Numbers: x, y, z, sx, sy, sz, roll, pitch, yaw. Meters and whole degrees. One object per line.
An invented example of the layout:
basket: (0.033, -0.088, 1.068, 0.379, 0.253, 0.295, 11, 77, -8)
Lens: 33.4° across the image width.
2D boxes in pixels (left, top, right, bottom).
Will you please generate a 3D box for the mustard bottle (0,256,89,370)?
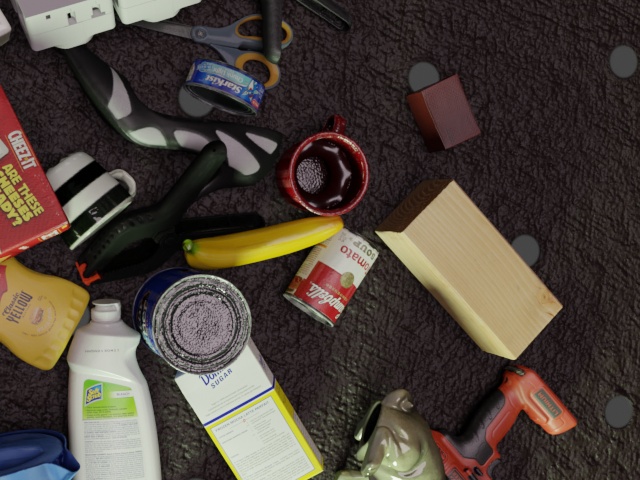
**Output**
mustard bottle: (-0.345, 0.053, 1.110, 0.191, 0.058, 0.096, 30, 82, -16)

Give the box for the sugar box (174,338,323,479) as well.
sugar box: (-0.079, 0.200, 1.195, 0.093, 0.048, 0.176, -28, 98, 4)

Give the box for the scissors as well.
scissors: (-0.126, -0.211, 1.195, 0.201, 0.016, 0.096, -7, 91, -18)

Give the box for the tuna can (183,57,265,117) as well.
tuna can: (-0.104, -0.167, 1.167, 0.086, 0.086, 0.034, 22, 83, -17)

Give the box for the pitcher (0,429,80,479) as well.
pitcher: (-0.311, 0.321, 1.069, 0.144, 0.149, 0.243, -14, 101, -31)

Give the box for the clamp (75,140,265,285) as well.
clamp: (-0.166, -0.020, 1.139, 0.210, 0.164, 0.036, -25, 56, -9)

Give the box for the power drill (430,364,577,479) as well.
power drill: (0.221, 0.259, 1.296, 0.187, 0.057, 0.184, -43, 103, -12)

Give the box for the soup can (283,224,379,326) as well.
soup can: (0.013, 0.038, 1.219, 0.068, 0.069, 0.102, 36, 80, -15)

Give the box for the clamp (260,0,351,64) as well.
clamp: (-0.051, -0.283, 1.198, 0.120, 0.039, 0.171, -40, 96, -33)

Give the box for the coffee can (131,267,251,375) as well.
coffee can: (-0.139, 0.083, 1.133, 0.102, 0.140, 0.103, 0, 92, -18)

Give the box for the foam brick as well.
foam brick: (0.145, -0.150, 1.265, 0.053, 0.051, 0.078, -25, 98, -15)

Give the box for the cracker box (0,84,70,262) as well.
cracker box: (-0.376, -0.040, 1.038, 0.213, 0.072, 0.164, -26, 91, -11)

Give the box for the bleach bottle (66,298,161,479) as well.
bleach bottle: (-0.216, 0.187, 1.135, 0.102, 0.068, 0.251, -2, 99, -16)

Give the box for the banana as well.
banana: (-0.070, 0.004, 1.168, 0.197, 0.070, 0.037, -12, 88, -30)

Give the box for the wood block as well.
wood block: (0.174, 0.032, 1.259, 0.090, 0.090, 0.206, -46, 104, -12)

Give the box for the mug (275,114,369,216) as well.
mug: (0.001, -0.086, 1.204, 0.093, 0.082, 0.117, 15, 87, -18)
